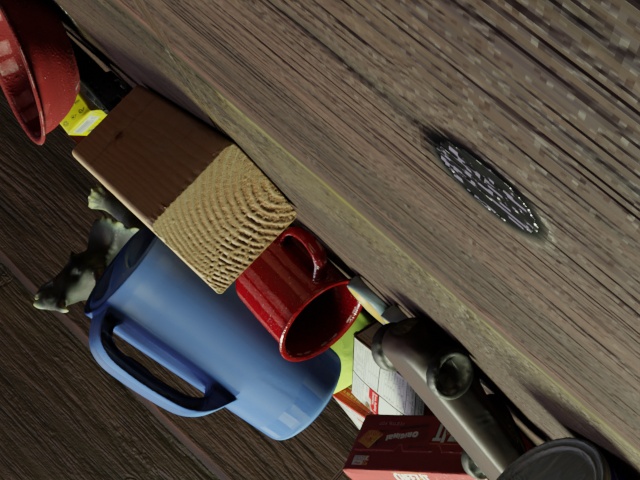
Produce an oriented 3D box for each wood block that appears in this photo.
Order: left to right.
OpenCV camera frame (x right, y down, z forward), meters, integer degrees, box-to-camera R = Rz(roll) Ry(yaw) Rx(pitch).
[{"bbox_3d":[-0.119,-0.050,0.889,0.090,0.091,0.206,48,173,-35],"label":"wood block"}]

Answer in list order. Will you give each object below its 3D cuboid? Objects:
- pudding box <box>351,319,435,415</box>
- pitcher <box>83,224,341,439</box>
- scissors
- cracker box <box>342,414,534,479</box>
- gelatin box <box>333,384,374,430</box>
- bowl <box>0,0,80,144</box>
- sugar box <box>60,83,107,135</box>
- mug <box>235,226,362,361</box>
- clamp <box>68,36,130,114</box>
[{"bbox_3d":[0.080,0.148,1.078,0.114,0.039,0.090,37,141,36],"label":"pudding box"},{"bbox_3d":[-0.103,0.094,1.037,0.242,0.149,0.145,40,-177,-16],"label":"pitcher"},{"bbox_3d":[0.071,0.082,0.941,0.096,0.016,0.201,43,175,20],"label":"scissors"},{"bbox_3d":[0.151,0.245,1.012,0.164,0.072,0.213,-9,135,43],"label":"cracker box"},{"bbox_3d":[0.061,0.199,1.172,0.073,0.030,0.089,27,156,56],"label":"gelatin box"},{"bbox_3d":[-0.271,-0.175,1.010,0.162,0.055,0.162,49,152,37],"label":"bowl"},{"bbox_3d":[-0.307,-0.195,1.175,0.176,0.048,0.093,48,-175,-1],"label":"sugar box"},{"bbox_3d":[-0.020,0.037,0.934,0.082,0.093,0.117,45,146,31],"label":"mug"},{"bbox_3d":[-0.222,-0.157,1.075,0.164,0.036,0.210,44,178,-22],"label":"clamp"}]
